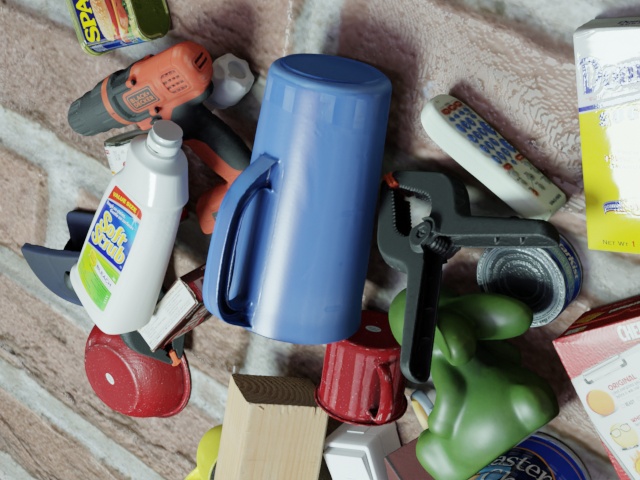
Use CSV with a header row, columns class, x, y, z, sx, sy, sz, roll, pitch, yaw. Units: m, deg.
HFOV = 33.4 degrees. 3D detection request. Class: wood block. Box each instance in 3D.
class,x,y,z,sx,sy,sz,roll,pitch,yaw
wood block,-0.059,0.253,1.119,0.090,0.090,0.206,-140,59,-70

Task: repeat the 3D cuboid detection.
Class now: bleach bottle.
class,x,y,z,sx,sy,sz,roll,pitch,yaw
bleach bottle,-0.181,-0.021,1.040,0.103,0.067,0.251,54,140,28

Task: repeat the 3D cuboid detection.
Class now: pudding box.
class,x,y,z,sx,sy,sz,roll,pitch,yaw
pudding box,-0.136,0.064,1.147,0.039,0.089,0.114,49,133,8

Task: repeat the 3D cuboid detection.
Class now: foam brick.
class,x,y,z,sx,sy,sz,roll,pitch,yaw
foam brick,0.100,0.235,1.043,0.053,0.051,0.078,53,165,33

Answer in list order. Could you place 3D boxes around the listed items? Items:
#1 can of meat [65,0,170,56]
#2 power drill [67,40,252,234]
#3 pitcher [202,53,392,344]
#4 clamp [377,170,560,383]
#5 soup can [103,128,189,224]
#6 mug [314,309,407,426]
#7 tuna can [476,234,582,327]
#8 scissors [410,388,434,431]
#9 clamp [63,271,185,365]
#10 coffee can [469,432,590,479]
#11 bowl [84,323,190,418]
class,x,y,z,sx,sy,sz,roll,pitch,yaw
can of meat,-0.205,-0.243,1.070,0.084,0.057,0.102,-3,110,37
power drill,-0.138,-0.093,1.041,0.185,0.057,0.187,-17,125,39
pitcher,-0.016,-0.036,0.951,0.145,0.149,0.243,9,113,-1
clamp,0.091,0.010,0.888,0.165,0.036,0.210,-51,34,9
soup can,-0.185,-0.064,1.135,0.069,0.068,0.102,0,111,39
mug,0.047,0.125,1.022,0.117,0.093,0.081,-113,27,-61
tuna can,0.178,0.030,0.916,0.086,0.033,0.086,18,122,31
scissors,0.131,0.224,1.058,0.096,0.016,0.201,47,161,50
clamp,-0.194,0.064,1.204,0.171,0.120,0.039,55,178,-32
coffee can,0.170,0.251,0.961,0.103,0.140,0.103,18,122,31
bowl,-0.235,0.156,1.297,0.162,0.055,0.162,18,122,32
